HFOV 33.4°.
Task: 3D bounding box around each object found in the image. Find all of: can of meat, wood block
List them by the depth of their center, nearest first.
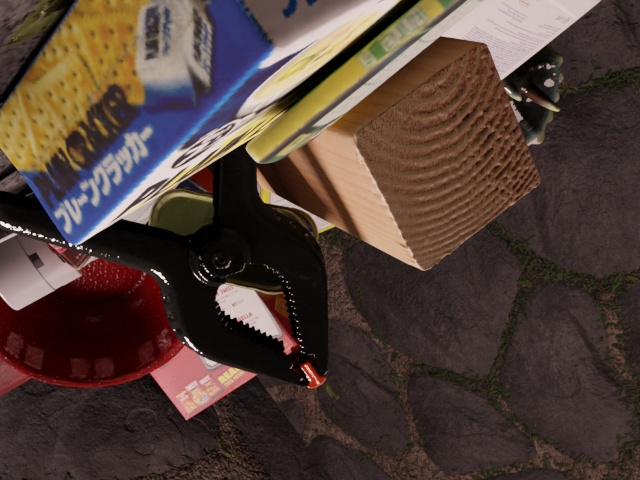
[{"bbox_3d":[0.022,-0.067,0.635,0.090,0.091,0.206,-36,-152,-14],"label":"wood block"},{"bbox_3d":[-0.054,0.001,0.668,0.084,0.102,0.057,1,100,-88],"label":"can of meat"}]

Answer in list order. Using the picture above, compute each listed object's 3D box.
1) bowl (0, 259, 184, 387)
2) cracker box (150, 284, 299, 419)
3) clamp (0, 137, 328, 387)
[{"bbox_3d":[-0.169,0.032,0.778,0.162,0.162,0.055,-36,-144,17],"label":"bowl"},{"bbox_3d":[-0.135,0.056,1.124,0.164,0.213,0.072,-35,-176,23],"label":"cracker box"},{"bbox_3d":[-0.069,0.007,0.588,0.164,0.210,0.036,-29,-157,-2],"label":"clamp"}]
